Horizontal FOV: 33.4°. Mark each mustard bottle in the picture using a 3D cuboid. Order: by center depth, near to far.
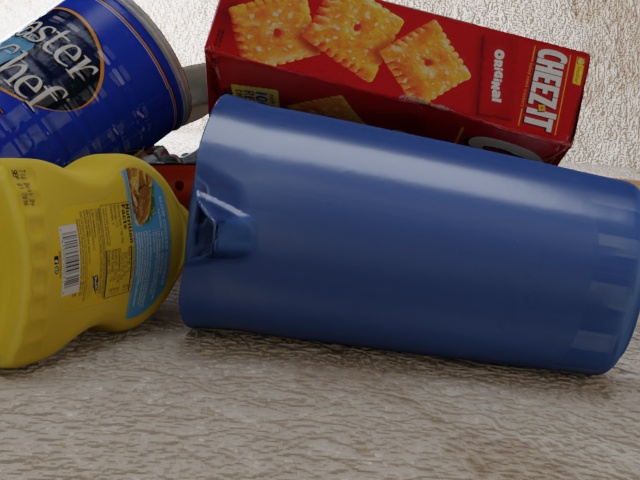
[{"bbox_3d":[-0.119,0.002,0.563,0.058,0.096,0.191,0,6,22],"label":"mustard bottle"}]

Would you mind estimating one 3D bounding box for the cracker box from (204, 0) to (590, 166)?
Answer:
[{"bbox_3d":[0.037,-0.077,0.671,0.213,0.072,0.164,16,-20,1],"label":"cracker box"}]

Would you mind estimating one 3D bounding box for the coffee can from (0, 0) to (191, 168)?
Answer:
[{"bbox_3d":[-0.160,-0.070,0.618,0.140,0.103,0.103,-42,34,-26],"label":"coffee can"}]

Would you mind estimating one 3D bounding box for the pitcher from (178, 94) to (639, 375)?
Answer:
[{"bbox_3d":[0.050,0.000,0.604,0.243,0.145,0.149,10,54,5],"label":"pitcher"}]
